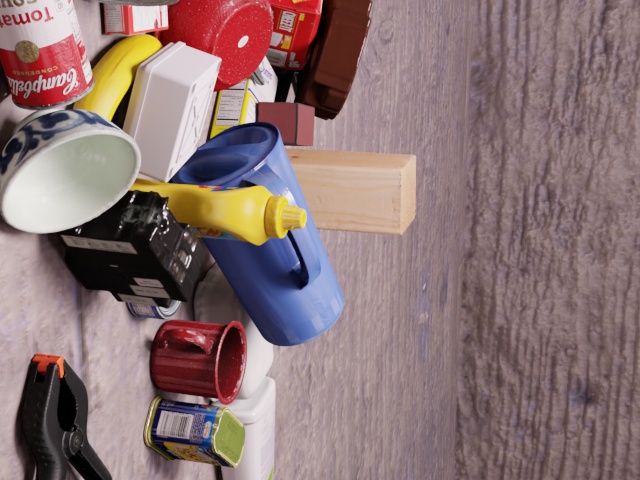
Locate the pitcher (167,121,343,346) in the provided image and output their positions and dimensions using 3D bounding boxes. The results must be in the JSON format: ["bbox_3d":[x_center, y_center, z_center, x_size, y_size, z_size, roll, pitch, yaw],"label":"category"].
[{"bbox_3d":[-0.058,0.001,1.192,0.149,0.145,0.242,-78,148,-55],"label":"pitcher"}]

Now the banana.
[{"bbox_3d":[-0.193,-0.147,1.006,0.070,0.037,0.197,108,3,-50],"label":"banana"}]

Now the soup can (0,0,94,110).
[{"bbox_3d":[-0.223,-0.163,0.839,0.068,0.069,0.102,-64,153,-50],"label":"soup can"}]

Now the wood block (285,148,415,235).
[{"bbox_3d":[0.017,-0.068,1.421,0.090,0.206,0.090,-45,137,-65],"label":"wood block"}]

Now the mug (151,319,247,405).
[{"bbox_3d":[-0.138,0.126,1.175,0.117,0.082,0.093,62,36,-61],"label":"mug"}]

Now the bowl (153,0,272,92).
[{"bbox_3d":[-0.101,-0.219,1.135,0.161,0.055,0.162,-38,146,-33],"label":"bowl"}]

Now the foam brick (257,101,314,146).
[{"bbox_3d":[-0.042,-0.143,1.316,0.078,0.053,0.051,-14,106,-76],"label":"foam brick"}]

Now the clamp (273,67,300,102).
[{"bbox_3d":[-0.040,-0.267,1.471,0.164,0.036,0.210,-47,140,-63],"label":"clamp"}]

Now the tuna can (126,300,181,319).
[{"bbox_3d":[-0.172,0.040,1.123,0.086,0.034,0.086,5,90,-73],"label":"tuna can"}]

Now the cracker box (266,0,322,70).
[{"bbox_3d":[-0.025,-0.347,1.351,0.164,0.072,0.213,116,-15,-72],"label":"cracker box"}]

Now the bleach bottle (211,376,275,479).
[{"bbox_3d":[-0.095,0.305,1.405,0.102,0.068,0.251,-53,146,-60],"label":"bleach bottle"}]

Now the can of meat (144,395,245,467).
[{"bbox_3d":[-0.138,0.217,1.197,0.102,0.084,0.057,61,37,-61],"label":"can of meat"}]

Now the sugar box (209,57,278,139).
[{"bbox_3d":[-0.096,-0.143,1.307,0.093,0.048,0.176,57,37,-64],"label":"sugar box"}]

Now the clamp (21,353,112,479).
[{"bbox_3d":[-0.235,0.187,0.947,0.120,0.039,0.171,-64,147,-61],"label":"clamp"}]

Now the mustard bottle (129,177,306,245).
[{"bbox_3d":[-0.107,-0.027,1.045,0.096,0.192,0.058,20,75,-72],"label":"mustard bottle"}]

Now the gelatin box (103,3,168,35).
[{"bbox_3d":[-0.179,-0.238,1.031,0.089,0.030,0.073,-41,132,-67],"label":"gelatin box"}]
